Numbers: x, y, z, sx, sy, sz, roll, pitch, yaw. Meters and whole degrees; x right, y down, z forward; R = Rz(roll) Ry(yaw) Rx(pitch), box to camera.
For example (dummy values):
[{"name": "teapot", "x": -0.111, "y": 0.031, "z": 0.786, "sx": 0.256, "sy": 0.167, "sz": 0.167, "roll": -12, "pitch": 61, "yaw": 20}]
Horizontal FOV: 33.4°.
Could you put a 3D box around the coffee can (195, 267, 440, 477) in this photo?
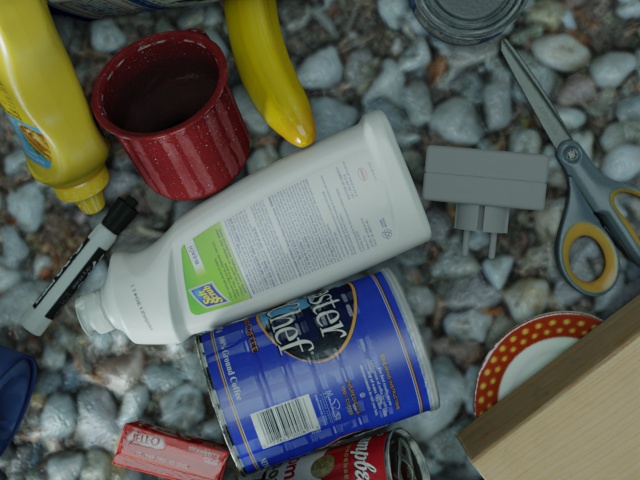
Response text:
[{"name": "coffee can", "x": -0.002, "y": 0.089, "z": 0.726, "sx": 0.140, "sy": 0.103, "sz": 0.103, "roll": -19, "pitch": 91, "yaw": -3}]

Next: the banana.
[{"name": "banana", "x": -0.038, "y": -0.159, "z": 0.744, "sx": 0.037, "sy": 0.070, "sz": 0.198, "roll": 0, "pitch": 84, "yaw": -41}]

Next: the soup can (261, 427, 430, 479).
[{"name": "soup can", "x": 0.018, "y": 0.174, "z": 0.734, "sx": 0.102, "sy": 0.068, "sz": 0.068, "roll": -20, "pitch": 91, "yaw": 23}]

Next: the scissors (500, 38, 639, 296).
[{"name": "scissors", "x": 0.172, "y": -0.043, "z": 0.770, "sx": 0.202, "sy": 0.016, "sz": 0.096, "roll": 44, "pitch": 91, "yaw": 0}]

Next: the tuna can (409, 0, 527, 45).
[{"name": "tuna can", "x": 0.105, "y": -0.183, "z": 0.758, "sx": 0.086, "sy": 0.034, "sz": 0.086, "roll": 0, "pitch": 91, "yaw": 0}]

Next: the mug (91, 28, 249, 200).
[{"name": "mug", "x": -0.094, "y": -0.091, "z": 0.730, "sx": 0.093, "sy": 0.081, "sz": 0.117, "roll": 1, "pitch": 58, "yaw": 16}]

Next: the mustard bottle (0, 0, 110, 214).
[{"name": "mustard bottle", "x": -0.187, "y": -0.096, "z": 0.715, "sx": 0.058, "sy": 0.096, "sz": 0.191, "roll": -34, "pitch": 130, "yaw": -20}]

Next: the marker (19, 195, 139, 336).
[{"name": "marker", "x": -0.173, "y": 0.017, "z": 0.771, "sx": 0.020, "sy": 0.020, "sz": 0.121, "roll": 39, "pitch": 91, "yaw": -1}]

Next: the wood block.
[{"name": "wood block", "x": 0.204, "y": 0.111, "z": 0.714, "sx": 0.206, "sy": 0.090, "sz": 0.091, "roll": -38, "pitch": 91, "yaw": 1}]

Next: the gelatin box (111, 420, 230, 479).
[{"name": "gelatin box", "x": -0.100, "y": 0.147, "z": 0.737, "sx": 0.073, "sy": 0.089, "sz": 0.030, "roll": 16, "pitch": 80, "yaw": -1}]

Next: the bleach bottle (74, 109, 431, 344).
[{"name": "bleach bottle", "x": -0.055, "y": 0.001, "z": 0.750, "sx": 0.251, "sy": 0.068, "sz": 0.102, "roll": -22, "pitch": 93, "yaw": 3}]
